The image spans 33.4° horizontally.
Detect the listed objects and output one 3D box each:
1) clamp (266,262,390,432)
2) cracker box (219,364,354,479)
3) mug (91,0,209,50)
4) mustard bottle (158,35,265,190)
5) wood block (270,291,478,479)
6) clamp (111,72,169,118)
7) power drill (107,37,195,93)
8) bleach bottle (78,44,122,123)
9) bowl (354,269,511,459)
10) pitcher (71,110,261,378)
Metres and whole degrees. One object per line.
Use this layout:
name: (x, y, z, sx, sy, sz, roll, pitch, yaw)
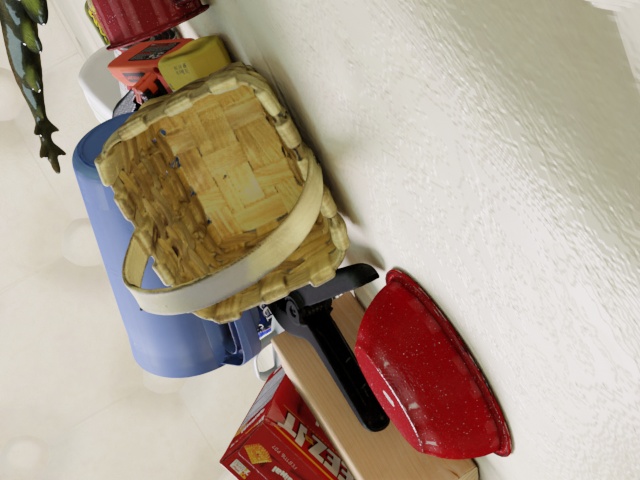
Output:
clamp: (-0.005, 0.066, 0.936, 0.210, 0.036, 0.164, 29, 134, 52)
cracker box: (0.004, 0.211, 1.081, 0.164, 0.072, 0.213, 43, -163, -3)
mug: (-0.141, -0.211, 0.863, 0.117, 0.093, 0.081, -2, 117, 48)
mustard bottle: (-0.074, -0.087, 0.954, 0.191, 0.058, 0.096, 63, 165, -18)
wood block: (0.049, 0.162, 0.982, 0.206, 0.090, 0.090, 54, 170, 29)
clamp: (-0.154, -0.083, 1.039, 0.120, 0.039, 0.172, 20, 142, 6)
power drill: (-0.140, -0.110, 1.083, 0.185, 0.057, 0.187, 5, 130, 46)
bleach bottle: (-0.257, -0.177, 1.341, 0.102, 0.068, 0.251, 45, 170, -12)
bowl: (0.072, 0.103, 0.787, 0.162, 0.055, 0.162, 57, 170, 15)
pitcher: (-0.139, 0.007, 1.000, 0.145, 0.149, 0.243, -85, -15, -51)
